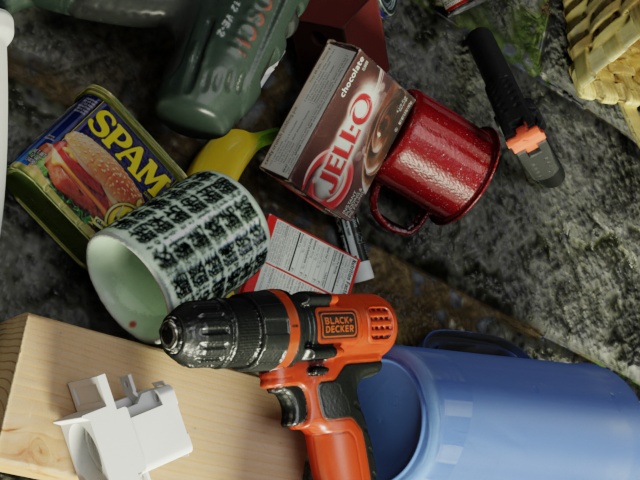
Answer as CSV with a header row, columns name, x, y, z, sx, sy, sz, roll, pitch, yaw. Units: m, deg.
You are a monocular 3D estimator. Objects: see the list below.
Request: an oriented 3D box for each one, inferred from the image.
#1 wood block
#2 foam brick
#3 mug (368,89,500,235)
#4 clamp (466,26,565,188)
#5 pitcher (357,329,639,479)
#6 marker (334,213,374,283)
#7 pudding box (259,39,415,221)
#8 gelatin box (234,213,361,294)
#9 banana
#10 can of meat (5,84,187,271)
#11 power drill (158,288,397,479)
name,x,y,z,sx,sy,sz,roll,pitch,yaw
wood block,-0.117,0.121,0.698,0.205,0.090,0.091,19,70,-29
foam brick,0.016,-0.156,0.847,0.051,0.053,0.078,-50,143,-30
mug,0.081,-0.061,0.877,0.081,0.093,0.117,28,94,-21
clamp,0.165,-0.110,0.906,0.164,0.036,0.209,61,14,-2
pitcher,0.125,0.140,0.819,0.242,0.149,0.145,14,81,-39
marker,0.019,-0.025,0.862,0.020,0.020,0.121,-14,88,-35
pudding box,0.014,-0.081,0.807,0.089,0.039,0.113,30,85,-54
gelatin box,-0.020,0.032,0.817,0.089,0.030,0.073,27,66,-23
banana,-0.073,-0.006,0.773,0.069,0.037,0.198,9,67,-3
can of meat,-0.154,-0.040,0.728,0.102,0.058,0.083,49,61,-16
power drill,-0.015,0.123,0.668,0.184,0.058,0.187,1,81,-42
